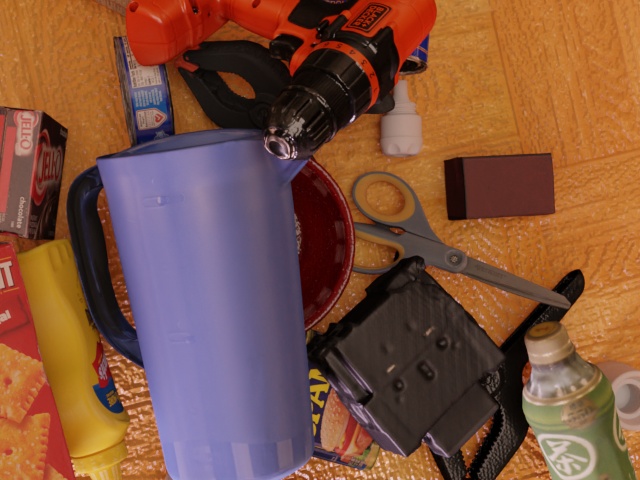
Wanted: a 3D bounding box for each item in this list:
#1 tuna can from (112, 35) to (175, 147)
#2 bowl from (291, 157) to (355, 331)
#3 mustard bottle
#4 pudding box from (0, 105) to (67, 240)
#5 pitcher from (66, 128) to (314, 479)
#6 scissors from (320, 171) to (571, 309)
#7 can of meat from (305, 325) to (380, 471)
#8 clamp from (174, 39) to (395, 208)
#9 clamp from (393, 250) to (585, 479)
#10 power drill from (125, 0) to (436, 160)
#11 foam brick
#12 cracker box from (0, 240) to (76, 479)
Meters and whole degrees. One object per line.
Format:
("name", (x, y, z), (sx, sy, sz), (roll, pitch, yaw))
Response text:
("tuna can", (-0.134, -0.114, 0.812), (0.033, 0.086, 0.086), (-10, 92, -11))
("bowl", (-0.055, 0.001, 0.836), (0.162, 0.055, 0.162), (0, 95, -6))
("mustard bottle", (-0.185, 0.096, 0.798), (0.058, 0.096, 0.191), (-17, 93, -5))
("pudding box", (-0.216, -0.047, 0.784), (0.039, 0.113, 0.090), (8, 89, -6))
("pitcher", (-0.082, 0.045, 0.753), (0.144, 0.149, 0.243), (-11, 99, -24))
("scissors", (0.102, -0.003, 0.856), (0.202, 0.016, 0.096), (6, 74, 7))
("can of meat", (0.010, 0.126, 0.852), (0.084, 0.057, 0.102), (18, 87, -11))
("clamp", (-0.028, -0.109, 0.828), (0.171, 0.039, 0.120), (36, 122, -8))
("clamp", (0.121, 0.106, 0.879), (0.164, 0.036, 0.210), (15, 84, -8))
("power drill", (-0.037, -0.133, 0.725), (0.188, 0.057, 0.184), (21, 48, 24))
("foam brick", (0.147, -0.044, 0.875), (0.078, 0.053, 0.051), (-3, 91, -10))
("cracker box", (-0.242, 0.115, 0.753), (0.071, 0.164, 0.214), (-15, 93, -34))
